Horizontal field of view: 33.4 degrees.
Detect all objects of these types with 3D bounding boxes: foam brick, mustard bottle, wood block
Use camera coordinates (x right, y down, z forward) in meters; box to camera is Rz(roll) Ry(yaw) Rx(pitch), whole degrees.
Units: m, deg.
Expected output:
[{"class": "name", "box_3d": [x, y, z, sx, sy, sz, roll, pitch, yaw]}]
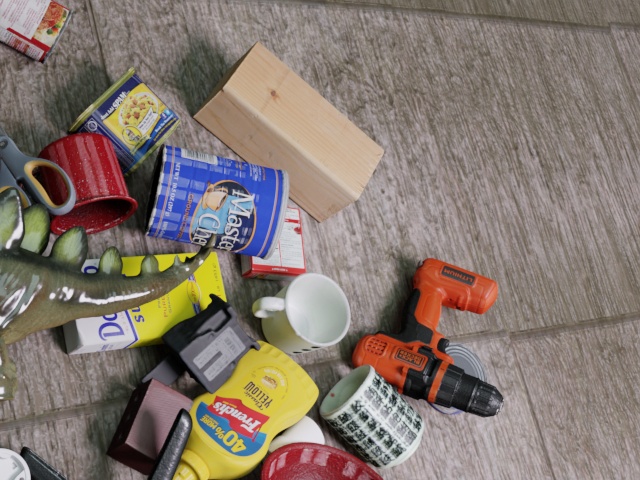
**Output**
[{"class": "foam brick", "box_3d": [-0.173, 0.190, 1.082, 0.051, 0.053, 0.078, 32, 54, -19]}, {"class": "mustard bottle", "box_3d": [-0.093, 0.195, 1.128, 0.096, 0.058, 0.191, 40, 52, 9]}, {"class": "wood block", "box_3d": [-0.037, -0.129, 1.295, 0.206, 0.090, 0.090, 40, 54, -14]}]

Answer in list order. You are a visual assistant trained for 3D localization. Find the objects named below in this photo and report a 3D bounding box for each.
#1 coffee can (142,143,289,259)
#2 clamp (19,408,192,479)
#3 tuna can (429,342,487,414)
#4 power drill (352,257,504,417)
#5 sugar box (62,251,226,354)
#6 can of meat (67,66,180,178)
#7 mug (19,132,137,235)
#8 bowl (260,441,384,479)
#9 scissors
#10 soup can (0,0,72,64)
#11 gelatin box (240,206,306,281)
[{"class": "coffee can", "box_3d": [-0.116, -0.042, 1.173, 0.140, 0.103, 0.103, 12, 62, -14]}, {"class": "clamp", "box_3d": [-0.177, 0.269, 1.020, 0.164, 0.036, 0.210, -19, 92, -10]}, {"class": "tuna can", "box_3d": [0.165, 0.173, 1.332, 0.086, 0.034, 0.086, 14, 62, -29]}, {"class": "power drill", "box_3d": [0.152, 0.116, 1.292, 0.184, 0.057, 0.187, 21, 48, 12]}, {"class": "sugar box", "box_3d": [-0.187, 0.064, 1.133, 0.175, 0.048, 0.093, -4, 73, -37]}, {"class": "can of meat", "box_3d": [-0.216, -0.130, 1.194, 0.084, 0.058, 0.102, 45, 51, -11]}, {"class": "mug", "box_3d": [-0.260, -0.057, 1.119, 0.117, 0.093, 0.081, -17, 73, -9]}, {"class": "bowl", "box_3d": [0.004, 0.285, 1.105, 0.162, 0.055, 0.162, 20, 27, -11]}, {"class": "scissors", "box_3d": [-0.332, -0.078, 1.092, 0.202, 0.016, 0.096, 37, 81, 22]}, {"class": "soup can", "box_3d": [-0.331, -0.246, 1.161, 0.102, 0.069, 0.068, 28, 56, -20]}, {"class": "gelatin box", "box_3d": [-0.058, 0.001, 1.260, 0.073, 0.030, 0.089, 6, 66, -31]}]
